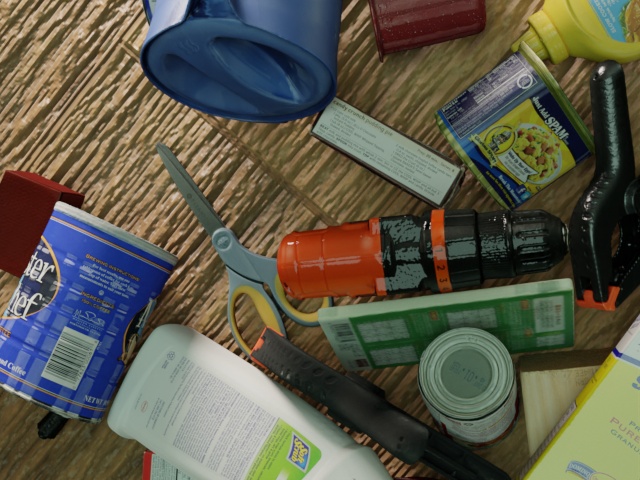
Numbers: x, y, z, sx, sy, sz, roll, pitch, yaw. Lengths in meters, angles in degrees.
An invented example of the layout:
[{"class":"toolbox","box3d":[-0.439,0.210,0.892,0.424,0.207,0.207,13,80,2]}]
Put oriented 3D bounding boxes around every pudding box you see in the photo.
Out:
[{"class":"pudding box","box3d":[0.052,-0.063,0.790,0.113,0.090,0.039,29,96,7]}]

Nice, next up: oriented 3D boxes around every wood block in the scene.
[{"class":"wood block","box3d":[0.200,0.187,0.774,0.090,0.090,0.206,-6,91,10]}]

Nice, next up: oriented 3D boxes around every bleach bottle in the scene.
[{"class":"bleach bottle","box3d":[-0.040,0.160,0.781,0.251,0.068,0.102,30,96,30]}]

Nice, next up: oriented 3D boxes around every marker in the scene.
[{"class":"marker","box3d":[-0.191,0.117,0.875,0.020,0.020,0.121,43,98,6]}]

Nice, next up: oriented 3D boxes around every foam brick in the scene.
[{"class":"foam brick","box3d":[-0.234,-0.012,0.861,0.053,0.051,0.078,23,95,9]}]

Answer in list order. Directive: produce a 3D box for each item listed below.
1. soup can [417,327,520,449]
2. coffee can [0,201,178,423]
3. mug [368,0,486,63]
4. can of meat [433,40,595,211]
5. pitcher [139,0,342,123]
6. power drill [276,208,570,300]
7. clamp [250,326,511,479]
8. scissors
[{"class":"soup can","box3d":[0.108,0.108,0.772,0.068,0.102,0.068,-4,68,11]},{"class":"coffee can","box3d":[-0.184,0.055,0.816,0.103,0.103,0.140,24,84,8]},{"class":"mug","box3d":[0.073,-0.194,0.791,0.081,0.093,0.117,-11,54,5]},{"class":"can of meat","box3d":[0.142,-0.078,0.773,0.084,0.057,0.102,-37,128,11]},{"class":"pitcher","box3d":[-0.039,-0.210,0.762,0.144,0.149,0.243,19,67,-27]},{"class":"power drill","box3d":[0.076,0.007,0.739,0.184,0.187,0.057,-4,87,11]},{"class":"clamp","box3d":[0.025,0.114,0.745,0.210,0.164,0.036,28,84,30]},{"class":"scissors","box3d":[-0.056,0.001,0.849,0.096,0.016,0.202,-20,89,8]}]
